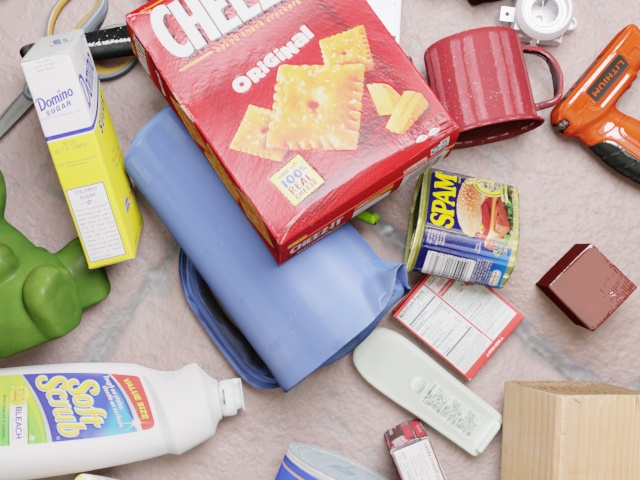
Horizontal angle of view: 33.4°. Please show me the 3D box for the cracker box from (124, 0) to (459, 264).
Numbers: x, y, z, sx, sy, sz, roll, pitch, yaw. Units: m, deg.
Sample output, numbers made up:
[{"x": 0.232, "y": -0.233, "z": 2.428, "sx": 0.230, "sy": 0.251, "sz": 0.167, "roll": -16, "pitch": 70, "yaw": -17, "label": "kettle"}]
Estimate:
[{"x": -0.022, "y": -0.116, "z": 0.808, "sx": 0.164, "sy": 0.072, "sz": 0.214, "roll": -33, "pitch": 79, "yaw": -11, "label": "cracker box"}]

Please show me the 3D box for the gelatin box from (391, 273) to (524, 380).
[{"x": 0.117, "y": 0.063, "z": 0.915, "sx": 0.089, "sy": 0.030, "sz": 0.073, "roll": 40, "pitch": 92, "yaw": 3, "label": "gelatin box"}]

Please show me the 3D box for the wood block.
[{"x": 0.205, "y": 0.222, "z": 0.868, "sx": 0.090, "sy": 0.090, "sz": 0.206, "roll": 3, "pitch": 89, "yaw": -20, "label": "wood block"}]

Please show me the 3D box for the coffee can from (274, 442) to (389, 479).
[{"x": -0.006, "y": 0.252, "z": 0.882, "sx": 0.103, "sy": 0.103, "sz": 0.140, "roll": 23, "pitch": 91, "yaw": 3, "label": "coffee can"}]

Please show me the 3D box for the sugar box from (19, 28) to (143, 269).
[{"x": -0.190, "y": -0.076, "z": 0.870, "sx": 0.048, "sy": 0.093, "sz": 0.176, "roll": -11, "pitch": 113, "yaw": -1, "label": "sugar box"}]

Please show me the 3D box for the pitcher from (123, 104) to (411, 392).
[{"x": -0.056, "y": 0.001, "z": 0.883, "sx": 0.149, "sy": 0.145, "sz": 0.243, "roll": -39, "pitch": 84, "yaw": -11, "label": "pitcher"}]

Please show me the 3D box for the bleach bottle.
[{"x": -0.191, "y": 0.143, "z": 0.907, "sx": 0.250, "sy": 0.068, "sz": 0.102, "roll": -8, "pitch": 57, "yaw": -3, "label": "bleach bottle"}]

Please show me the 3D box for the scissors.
[{"x": -0.230, "y": -0.130, "z": 0.939, "sx": 0.096, "sy": 0.016, "sz": 0.202, "roll": 28, "pitch": 90, "yaw": 2, "label": "scissors"}]

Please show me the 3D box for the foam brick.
[{"x": 0.219, "y": 0.037, "z": 0.887, "sx": 0.051, "sy": 0.078, "sz": 0.053, "roll": -45, "pitch": 88, "yaw": 3, "label": "foam brick"}]

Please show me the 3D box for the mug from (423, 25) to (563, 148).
[{"x": 0.144, "y": -0.130, "z": 0.888, "sx": 0.117, "sy": 0.093, "sz": 0.081, "roll": -11, "pitch": 84, "yaw": 0, "label": "mug"}]

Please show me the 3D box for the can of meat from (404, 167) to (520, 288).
[{"x": 0.117, "y": -0.011, "z": 0.883, "sx": 0.084, "sy": 0.102, "sz": 0.057, "roll": 12, "pitch": 132, "yaw": 0, "label": "can of meat"}]

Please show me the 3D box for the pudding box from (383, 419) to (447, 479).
[{"x": 0.090, "y": 0.211, "z": 0.884, "sx": 0.039, "sy": 0.090, "sz": 0.113, "roll": -24, "pitch": 89, "yaw": 1, "label": "pudding box"}]
